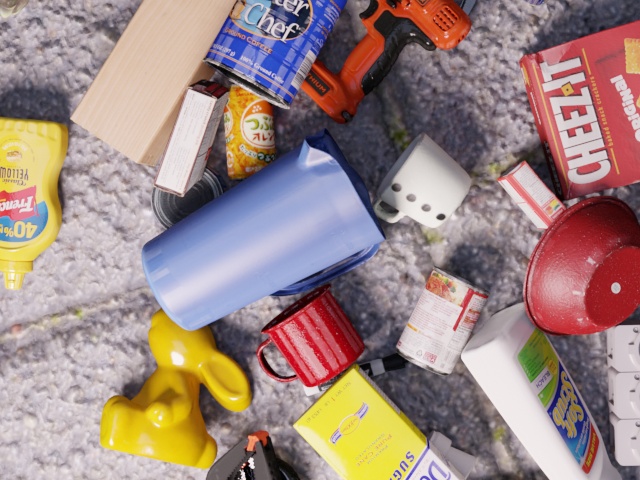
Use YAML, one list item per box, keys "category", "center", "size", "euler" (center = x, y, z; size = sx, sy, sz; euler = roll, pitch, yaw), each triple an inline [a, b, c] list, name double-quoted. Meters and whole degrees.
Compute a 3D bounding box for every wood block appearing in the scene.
- category: "wood block"
  center: [-0.172, -0.192, 1.166]
  size: [0.091, 0.090, 0.206]
  euler: [33, 94, 3]

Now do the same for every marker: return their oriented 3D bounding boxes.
- category: "marker"
  center: [0.040, 0.149, 1.196]
  size: [0.121, 0.020, 0.020]
  euler: [-17, 91, 6]

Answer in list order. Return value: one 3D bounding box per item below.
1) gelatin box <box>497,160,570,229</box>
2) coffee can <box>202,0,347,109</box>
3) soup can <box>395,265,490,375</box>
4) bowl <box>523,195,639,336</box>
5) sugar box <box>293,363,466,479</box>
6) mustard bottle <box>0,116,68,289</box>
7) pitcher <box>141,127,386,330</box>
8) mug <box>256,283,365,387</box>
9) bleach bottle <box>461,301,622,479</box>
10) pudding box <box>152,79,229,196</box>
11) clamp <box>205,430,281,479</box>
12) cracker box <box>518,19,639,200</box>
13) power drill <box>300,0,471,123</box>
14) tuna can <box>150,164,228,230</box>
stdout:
- category: "gelatin box"
  center: [0.226, -0.048, 1.136]
  size: [0.030, 0.089, 0.073]
  euler: [-41, 89, 4]
- category: "coffee can"
  center: [-0.043, -0.221, 1.096]
  size: [0.103, 0.103, 0.140]
  euler: [29, 90, 3]
- category: "soup can"
  center: [0.132, 0.088, 1.161]
  size: [0.068, 0.068, 0.102]
  euler: [25, 95, 3]
- category: "bowl"
  center: [0.290, 0.038, 1.107]
  size: [0.161, 0.055, 0.162]
  euler: [-13, 118, -26]
- category: "sugar box"
  center: [0.064, 0.226, 1.130]
  size: [0.093, 0.048, 0.176]
  euler: [-44, 87, 4]
- category: "mustard bottle"
  center: [-0.340, -0.041, 1.202]
  size: [0.096, 0.058, 0.191]
  euler: [5, 93, 2]
- category: "pitcher"
  center: [-0.057, 0.001, 1.134]
  size: [0.243, 0.145, 0.149]
  euler: [-29, 92, 7]
- category: "mug"
  center: [-0.015, 0.113, 1.166]
  size: [0.117, 0.093, 0.081]
  euler: [-33, 94, 10]
- category: "bleach bottle"
  center: [0.255, 0.196, 1.150]
  size: [0.068, 0.102, 0.251]
  euler: [-29, 98, 44]
- category: "pudding box"
  center: [-0.135, -0.110, 1.123]
  size: [0.039, 0.090, 0.113]
  euler: [20, 104, 0]
- category: "clamp"
  center: [-0.084, 0.313, 1.175]
  size: [0.165, 0.036, 0.210]
  euler: [26, 104, 20]
- category: "cracker box"
  center: [0.338, -0.148, 1.131]
  size: [0.214, 0.072, 0.164]
  euler: [-16, 90, 6]
- category: "power drill"
  center: [0.041, -0.235, 1.160]
  size: [0.188, 0.057, 0.184]
  euler: [-44, 80, 6]
- category: "tuna can"
  center: [-0.146, -0.046, 1.197]
  size: [0.086, 0.033, 0.086]
  euler: [0, 92, 5]
